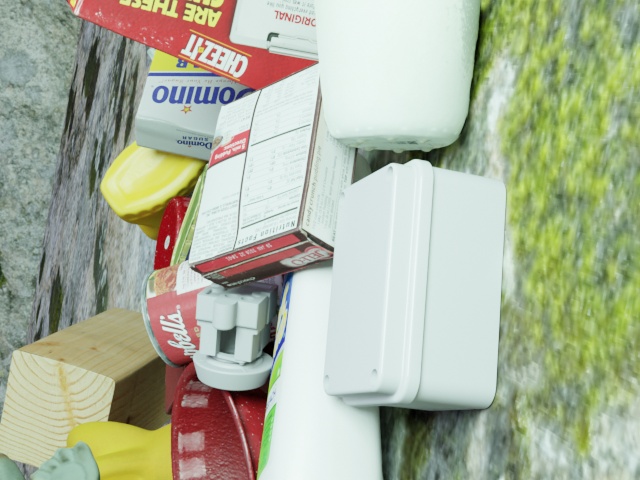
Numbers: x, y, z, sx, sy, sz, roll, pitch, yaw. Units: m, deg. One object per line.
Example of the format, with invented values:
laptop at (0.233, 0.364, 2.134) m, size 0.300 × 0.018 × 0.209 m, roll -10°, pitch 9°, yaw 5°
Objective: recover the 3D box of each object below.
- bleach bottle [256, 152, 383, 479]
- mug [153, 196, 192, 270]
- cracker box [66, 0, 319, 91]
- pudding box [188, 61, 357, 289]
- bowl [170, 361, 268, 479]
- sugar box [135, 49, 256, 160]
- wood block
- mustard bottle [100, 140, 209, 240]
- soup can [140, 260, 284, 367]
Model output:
bleach bottle at (0.003, 0.047, 0.615) m, size 0.103 × 0.068 × 0.251 m, roll 104°, pitch 170°, yaw -59°
mug at (-0.082, 0.019, 0.834) m, size 0.117 × 0.081 × 0.093 m, roll -99°, pitch 27°, yaw -42°
cracker box at (-0.032, -0.203, 0.614) m, size 0.214 × 0.164 × 0.072 m, roll -64°, pitch 27°, yaw 13°
pudding box at (-0.024, -0.036, 0.595) m, size 0.090 × 0.039 × 0.113 m, roll -17°, pitch 56°, yaw 40°
bowl at (-0.047, 0.155, 0.686) m, size 0.162 × 0.055 × 0.162 m, roll 176°, pitch 90°, yaw -65°
sugar box at (-0.082, -0.148, 0.845) m, size 0.048 × 0.093 × 0.176 m, roll 106°, pitch 174°, yaw -60°
wood block at (-0.189, 0.128, 0.940) m, size 0.206 × 0.090 × 0.091 m, roll -28°, pitch -48°, yaw -77°
mustard bottle at (-0.123, -0.041, 0.940) m, size 0.058 × 0.096 × 0.191 m, roll 52°, pitch 178°, yaw 12°
soup can at (-0.057, 0.039, 0.702) m, size 0.068 × 0.102 × 0.068 m, roll -17°, pitch -90°, yaw -73°
